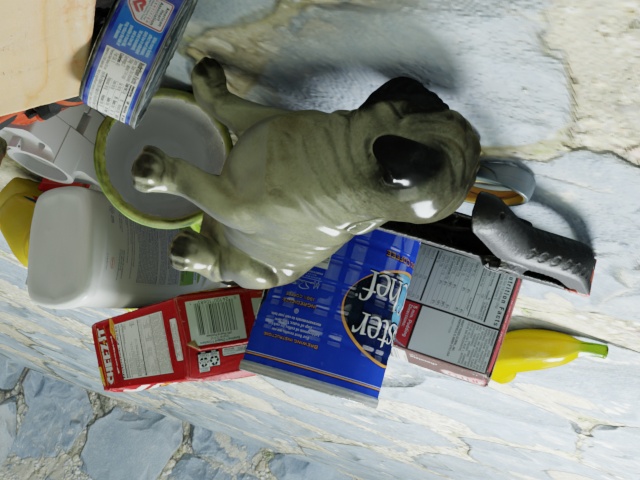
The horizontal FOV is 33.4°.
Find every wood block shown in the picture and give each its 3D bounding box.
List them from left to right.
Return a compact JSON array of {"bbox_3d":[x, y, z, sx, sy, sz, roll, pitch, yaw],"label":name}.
[{"bbox_3d":[-0.159,-0.131,0.491,0.090,0.091,0.206,-19,174,-17],"label":"wood block"}]

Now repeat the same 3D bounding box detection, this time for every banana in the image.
[{"bbox_3d":[0.186,0.110,0.986,0.069,0.037,0.198,25,163,-10],"label":"banana"}]

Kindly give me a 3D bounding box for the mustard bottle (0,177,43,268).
[{"bbox_3d":[-0.266,-0.008,1.027,0.096,0.058,0.192,43,179,-20],"label":"mustard bottle"}]

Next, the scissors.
[{"bbox_3d":[0.040,-0.052,0.688,0.202,0.016,0.096,9,159,36],"label":"scissors"}]

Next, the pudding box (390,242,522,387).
[{"bbox_3d":[0.090,0.052,0.825,0.113,0.090,0.039,18,162,15],"label":"pudding box"}]

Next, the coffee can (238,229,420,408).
[{"bbox_3d":[0.010,0.039,0.766,0.103,0.140,0.103,16,172,2],"label":"coffee can"}]

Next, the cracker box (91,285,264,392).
[{"bbox_3d":[-0.082,0.082,0.908,0.163,0.072,0.214,-7,174,-30],"label":"cracker box"}]

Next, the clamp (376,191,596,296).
[{"bbox_3d":[0.110,0.000,0.694,0.171,0.039,0.120,25,174,-42],"label":"clamp"}]

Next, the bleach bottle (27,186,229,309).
[{"bbox_3d":[-0.150,0.022,0.953,0.068,0.102,0.250,-4,169,28],"label":"bleach bottle"}]

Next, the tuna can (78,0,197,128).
[{"bbox_3d":[-0.095,-0.105,0.563,0.033,0.086,0.086,25,164,-8],"label":"tuna can"}]
